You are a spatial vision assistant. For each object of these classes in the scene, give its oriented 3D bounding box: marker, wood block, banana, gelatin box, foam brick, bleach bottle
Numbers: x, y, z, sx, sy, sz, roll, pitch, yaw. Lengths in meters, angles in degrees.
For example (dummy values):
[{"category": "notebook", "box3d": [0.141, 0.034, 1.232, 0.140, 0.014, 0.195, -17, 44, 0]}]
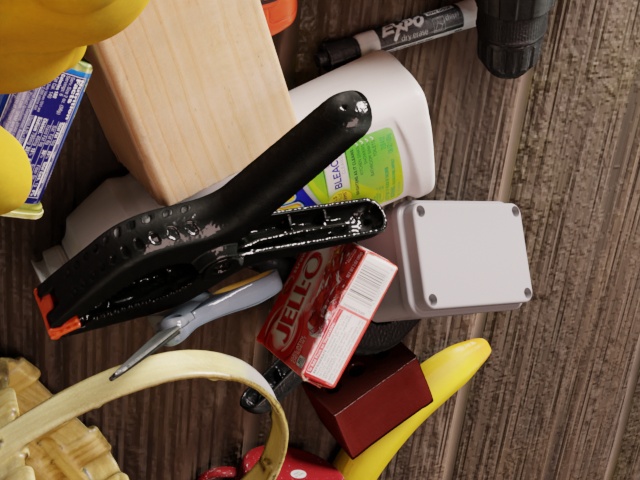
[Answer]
[{"category": "marker", "box3d": [0.050, -0.133, 0.689, 0.121, 0.020, 0.020, -21, 125, -21]}, {"category": "wood block", "box3d": [-0.093, -0.134, 0.554, 0.090, 0.091, 0.206, -29, 128, -15]}, {"category": "banana", "box3d": [0.059, 0.150, 0.845, 0.198, 0.037, 0.069, -53, 149, 6]}, {"category": "gelatin box", "box3d": [0.002, 0.041, 0.681, 0.030, 0.073, 0.089, 28, 91, -29]}, {"category": "foam brick", "box3d": [0.034, 0.112, 0.795, 0.078, 0.053, 0.051, -34, 129, -12]}, {"category": "bleach bottle", "box3d": [-0.053, -0.025, 0.658, 0.250, 0.068, 0.102, -26, 141, -11]}]

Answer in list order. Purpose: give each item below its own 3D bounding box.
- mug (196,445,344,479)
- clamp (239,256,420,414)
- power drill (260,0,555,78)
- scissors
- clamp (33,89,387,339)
[{"category": "mug", "box3d": [-0.040, 0.201, 0.785, 0.117, 0.093, 0.081, 17, 104, 1]}, {"category": "clamp", "box3d": [0.010, 0.040, 0.750, 0.171, 0.039, 0.120, -22, 120, -27]}, {"category": "power drill", "box3d": [0.046, -0.161, 0.600, 0.187, 0.057, 0.184, -8, 135, -4]}, {"category": "scissors", "box3d": [-0.065, 0.043, 0.610, 0.096, 0.202, 0.016, -19, 96, -4]}, {"category": "clamp", "box3d": [-0.054, 0.001, 0.594, 0.210, 0.036, 0.164, -27, 159, 4]}]
